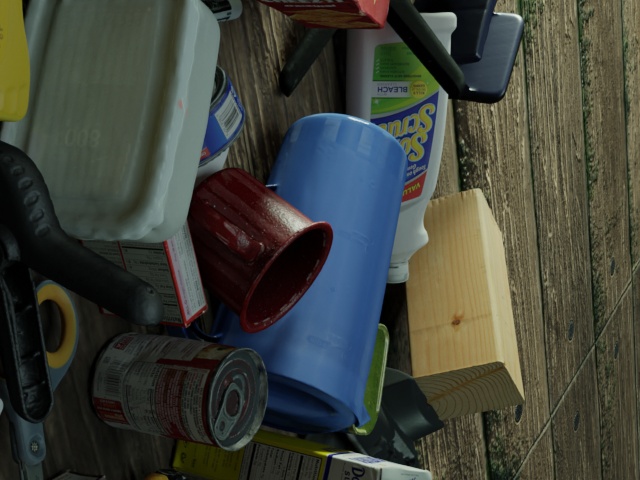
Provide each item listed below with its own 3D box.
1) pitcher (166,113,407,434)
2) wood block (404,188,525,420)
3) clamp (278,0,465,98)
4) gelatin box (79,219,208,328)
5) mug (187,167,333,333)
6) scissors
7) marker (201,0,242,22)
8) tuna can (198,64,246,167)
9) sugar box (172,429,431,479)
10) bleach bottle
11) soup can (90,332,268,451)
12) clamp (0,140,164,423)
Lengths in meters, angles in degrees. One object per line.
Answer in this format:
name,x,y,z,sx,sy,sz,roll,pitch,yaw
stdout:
pitcher,-0.015,0.019,0.844,0.149,0.145,0.242,69,33,-59
wood block,0.139,0.062,1.072,0.090,0.091,0.206,55,27,-47
clamp,0.031,-0.216,0.923,0.164,0.036,0.210,-8,82,-16
gelatin box,-0.118,0.010,0.700,0.030,0.073,0.089,-43,130,-49
mug,-0.055,0.001,0.725,0.093,0.081,0.117,-53,160,1
scissors,-0.166,0.111,0.646,0.096,0.016,0.202,-28,105,-59
marker,-0.097,-0.161,0.770,0.120,0.020,0.020,-32,121,-55
tuna can,-0.095,-0.083,0.716,0.086,0.086,0.033,-61,141,-36
sugar box,-0.014,0.172,0.798,0.093,0.176,0.048,25,73,-58
bleach bottle,0.075,-0.086,1.005,0.068,0.102,0.251,-140,-133,-74
soup can,-0.096,0.100,0.721,0.068,0.102,0.068,-12,104,-59
clamp,-0.156,0.004,0.575,0.171,0.120,0.039,62,24,1
